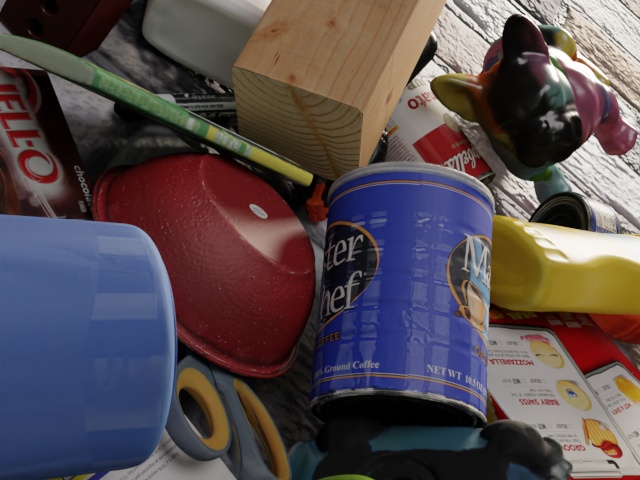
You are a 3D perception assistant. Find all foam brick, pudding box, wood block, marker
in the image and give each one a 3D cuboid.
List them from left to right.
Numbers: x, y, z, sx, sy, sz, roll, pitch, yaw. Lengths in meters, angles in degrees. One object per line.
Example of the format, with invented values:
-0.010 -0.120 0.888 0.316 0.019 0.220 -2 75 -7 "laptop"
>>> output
-0.185 -0.048 0.607 0.089 0.039 0.113 -3 61 -43 "pudding box"
-0.159 -0.158 0.688 0.053 0.078 0.051 47 39 0 "foam brick"
-0.090 -0.093 0.740 0.120 0.020 0.020 -8 64 -44 "marker"
0.025 -0.153 0.734 0.090 0.091 0.206 20 62 11 "wood block"

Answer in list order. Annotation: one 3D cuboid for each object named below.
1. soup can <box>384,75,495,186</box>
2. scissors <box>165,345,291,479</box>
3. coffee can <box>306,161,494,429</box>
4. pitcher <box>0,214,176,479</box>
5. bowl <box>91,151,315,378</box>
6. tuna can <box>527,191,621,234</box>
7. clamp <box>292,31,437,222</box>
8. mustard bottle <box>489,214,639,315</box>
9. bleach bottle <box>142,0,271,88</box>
0.079 -0.071 0.829 0.068 0.069 0.102 -24 74 -48 "soup can"
-0.077 0.053 0.594 0.096 0.016 0.202 21 32 -58 "scissors"
0.049 0.039 0.629 0.102 0.103 0.140 20 62 -28 "coffee can"
-0.187 0.056 0.424 0.242 0.149 0.145 1 49 -26 "pitcher"
-0.054 0.001 0.629 0.162 0.055 0.162 40 21 -20 "bowl"
0.198 0.004 0.856 0.033 0.086 0.086 19 47 -26 "tuna can"
0.024 -0.094 0.779 0.039 0.120 0.171 62 29 -63 "clamp"
0.196 0.021 0.757 0.191 0.058 0.096 5 14 -32 "mustard bottle"
-0.071 -0.231 0.836 0.102 0.068 0.250 25 43 -20 "bleach bottle"
